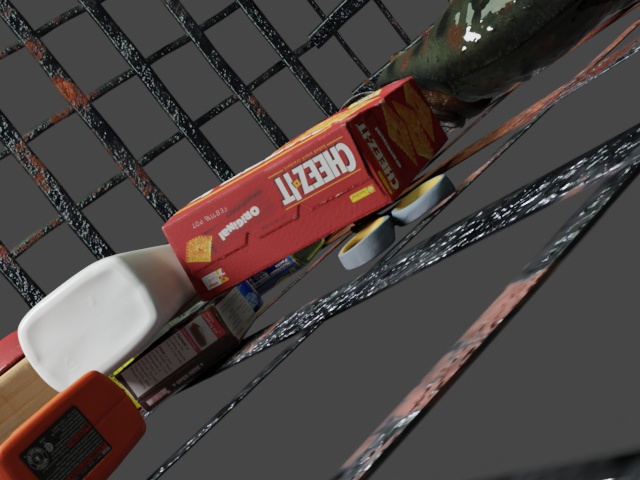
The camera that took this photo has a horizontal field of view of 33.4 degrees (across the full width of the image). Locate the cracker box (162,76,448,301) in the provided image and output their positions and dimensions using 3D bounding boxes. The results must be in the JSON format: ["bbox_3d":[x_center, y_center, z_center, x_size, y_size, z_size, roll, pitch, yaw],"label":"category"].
[{"bbox_3d":[-0.004,-0.047,0.819,0.164,0.072,0.213,-28,6,23],"label":"cracker box"}]

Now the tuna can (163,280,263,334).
[{"bbox_3d":[-0.090,0.066,0.907,0.086,0.034,0.086,-38,4,3],"label":"tuna can"}]

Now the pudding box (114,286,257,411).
[{"bbox_3d":[-0.097,0.078,0.799,0.090,0.039,0.113,-37,4,6],"label":"pudding box"}]

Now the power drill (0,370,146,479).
[{"bbox_3d":[-0.190,0.154,0.676,0.188,0.057,0.184,-39,7,38],"label":"power drill"}]

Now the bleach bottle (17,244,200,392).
[{"bbox_3d":[-0.138,0.046,0.826,0.102,0.068,0.250,-37,0,8],"label":"bleach bottle"}]

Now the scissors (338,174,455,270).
[{"bbox_3d":[0.052,-0.019,0.744,0.096,0.016,0.201,-36,4,11],"label":"scissors"}]
